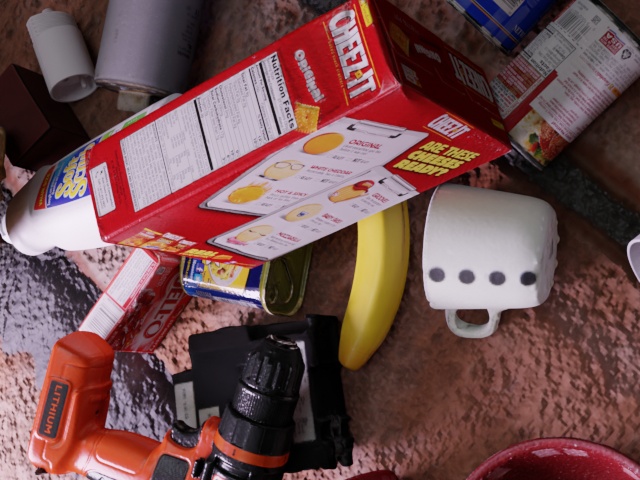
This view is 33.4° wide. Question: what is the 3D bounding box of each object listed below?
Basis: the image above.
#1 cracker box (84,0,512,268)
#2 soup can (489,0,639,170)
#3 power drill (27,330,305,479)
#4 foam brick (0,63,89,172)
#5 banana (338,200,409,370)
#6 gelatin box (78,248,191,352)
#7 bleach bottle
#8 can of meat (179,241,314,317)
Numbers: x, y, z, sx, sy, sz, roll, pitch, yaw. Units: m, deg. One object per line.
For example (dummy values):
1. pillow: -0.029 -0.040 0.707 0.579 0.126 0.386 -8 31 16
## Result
1. cracker box: -0.013 -0.058 0.666 0.214 0.164 0.072 -25 71 26
2. soup can: 0.160 -0.106 0.708 0.102 0.068 0.068 -45 66 15
3. power drill: -0.109 0.130 0.750 0.188 0.057 0.184 20 99 24
4. foam brick: -0.250 -0.104 0.926 0.053 0.051 0.078 -42 67 17
5. banana: 0.033 -0.008 0.778 0.070 0.037 0.198 -15 78 27
6. gelatin box: -0.136 0.046 0.836 0.030 0.073 0.089 41 101 24
7. bleach bottle: -0.182 -0.032 0.847 0.251 0.068 0.102 -18 47 42
8. can of meat: -0.055 0.001 0.811 0.084 0.057 0.102 8 87 30
